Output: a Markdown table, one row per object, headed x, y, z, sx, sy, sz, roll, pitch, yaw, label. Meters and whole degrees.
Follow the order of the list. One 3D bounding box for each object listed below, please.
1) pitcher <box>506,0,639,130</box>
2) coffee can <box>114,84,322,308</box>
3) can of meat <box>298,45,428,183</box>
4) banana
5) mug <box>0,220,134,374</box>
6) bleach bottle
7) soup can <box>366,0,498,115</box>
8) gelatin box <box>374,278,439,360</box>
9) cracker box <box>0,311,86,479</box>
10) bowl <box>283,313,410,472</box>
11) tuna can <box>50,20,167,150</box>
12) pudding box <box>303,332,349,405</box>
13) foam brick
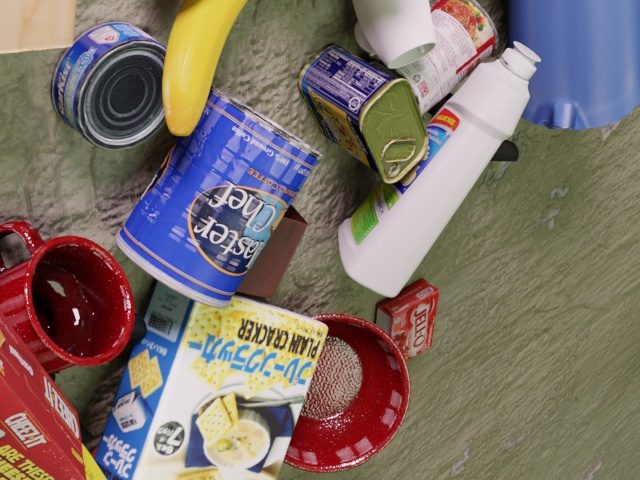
| x | y | z | sx | sy | sz | roll | pitch | yaw | label |
| --- | --- | --- | --- | --- | --- | --- | --- | --- | --- |
| 0.235 | -0.237 | 0.994 | 0.145 | 0.149 | 0.243 | -26 | 136 | -10 | pitcher |
| -0.078 | -0.033 | 0.819 | 0.140 | 0.103 | 0.102 | -57 | 145 | 6 | coffee can |
| 0.036 | -0.108 | 0.900 | 0.057 | 0.084 | 0.102 | -45 | 144 | -11 | can of meat |
| -0.062 | -0.162 | 0.749 | 0.069 | 0.037 | 0.197 | 47 | 61 | -23 | banana |
| -0.199 | 0.042 | 0.754 | 0.093 | 0.082 | 0.117 | -41 | 107 | -52 | mug |
| 0.109 | -0.070 | 0.957 | 0.068 | 0.102 | 0.251 | 27 | 116 | -16 | bleach bottle |
| 0.097 | -0.161 | 0.938 | 0.102 | 0.069 | 0.068 | -42 | 144 | -15 | soup can |
| 0.095 | 0.096 | 1.191 | 0.073 | 0.030 | 0.089 | -26 | 138 | -33 | gelatin box |
| -0.283 | 0.128 | 0.686 | 0.213 | 0.072 | 0.164 | -19 | 140 | -1 | cracker box |
| 0.005 | 0.143 | 1.050 | 0.162 | 0.055 | 0.162 | -2 | 102 | -10 | bowl |
| -0.141 | -0.107 | 0.744 | 0.086 | 0.034 | 0.086 | -29 | 139 | -30 | tuna can |
| 0.016 | 0.136 | 1.130 | 0.090 | 0.039 | 0.113 | -55 | 147 | 3 | pudding box |
| -0.056 | 0.001 | 0.907 | 0.052 | 0.051 | 0.078 | 17 | 109 | -33 | foam brick |
